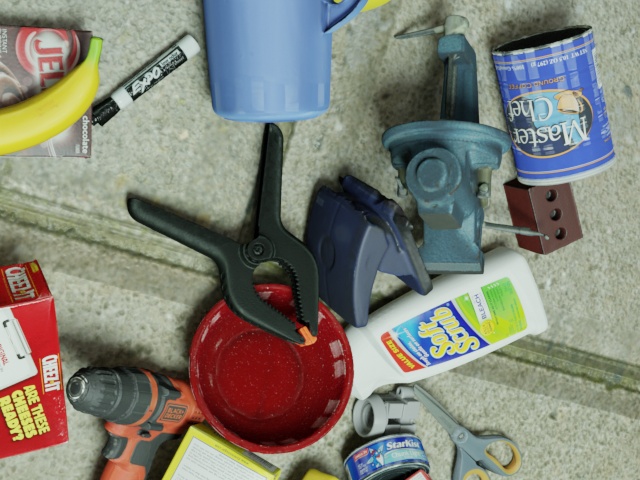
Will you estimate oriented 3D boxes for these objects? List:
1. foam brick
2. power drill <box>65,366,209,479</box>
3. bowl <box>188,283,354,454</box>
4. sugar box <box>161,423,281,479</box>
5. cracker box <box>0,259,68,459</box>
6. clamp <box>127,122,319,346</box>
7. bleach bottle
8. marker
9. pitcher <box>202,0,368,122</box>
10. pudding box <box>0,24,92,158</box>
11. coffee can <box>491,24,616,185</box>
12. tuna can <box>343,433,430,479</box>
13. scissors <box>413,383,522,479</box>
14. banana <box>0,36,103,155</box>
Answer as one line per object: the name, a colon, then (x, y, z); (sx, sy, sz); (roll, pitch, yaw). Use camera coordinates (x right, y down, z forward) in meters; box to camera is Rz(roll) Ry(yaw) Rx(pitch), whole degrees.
foam brick: (0.238, -0.031, 1.139); (0.053, 0.051, 0.078); (-24, 108, -17)
power drill: (-0.193, 0.201, 0.958); (0.187, 0.057, 0.184); (-61, 149, 2)
bowl: (-0.052, 0.125, 1.027); (0.162, 0.055, 0.162); (4, 76, -17)
sugar box: (-0.118, 0.268, 0.980); (0.093, 0.048, 0.176); (28, 91, 9)
cracker box: (-0.329, 0.115, 0.892); (0.213, 0.072, 0.164); (-11, 126, -22)
clamp: (-0.057, 0.001, 1.003); (0.164, 0.036, 0.210); (-38, 91, -14)
bleach bottle: (0.108, 0.101, 1.104); (0.250, 0.068, 0.102); (-26, 108, -14)
marker: (-0.161, -0.144, 0.968); (0.121, 0.020, 0.020); (-40, 112, -12)
pitcher: (-0.036, -0.230, 0.940); (0.144, 0.149, 0.243); (-7, 105, -22)
pudding box: (-0.245, -0.128, 0.924); (0.089, 0.039, 0.113); (-1, 100, -23)
coffee can: (0.239, -0.139, 1.092); (0.102, 0.103, 0.140); (-20, 107, -19)
tuna can: (0.069, 0.234, 1.099); (0.086, 0.034, 0.086); (-13, 146, -9)
scissors: (0.143, 0.227, 1.148); (0.201, 0.016, 0.096); (29, 94, -35)
banana: (-0.262, -0.104, 0.877); (0.197, 0.037, 0.069); (-25, 112, -16)
